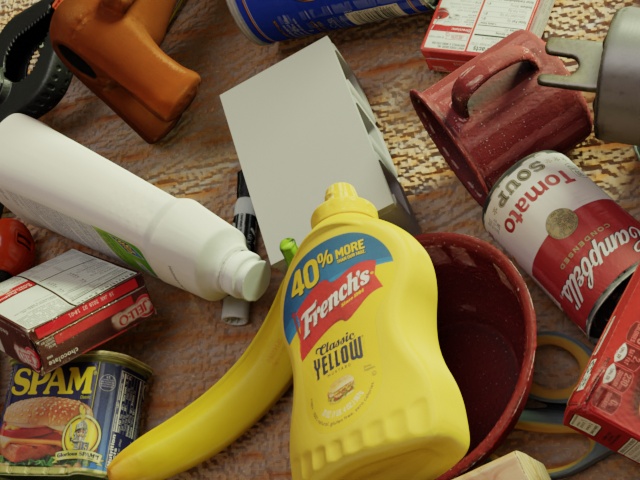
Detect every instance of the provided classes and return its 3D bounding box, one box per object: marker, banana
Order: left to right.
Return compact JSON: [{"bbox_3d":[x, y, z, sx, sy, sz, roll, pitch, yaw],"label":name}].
[{"bbox_3d":[-0.056,0.089,0.684,0.198,0.069,0.037,-53,22,7],"label":"banana"},{"bbox_3d":[-0.055,0.001,0.756,0.020,0.020,0.121,-8,62,23],"label":"marker"}]

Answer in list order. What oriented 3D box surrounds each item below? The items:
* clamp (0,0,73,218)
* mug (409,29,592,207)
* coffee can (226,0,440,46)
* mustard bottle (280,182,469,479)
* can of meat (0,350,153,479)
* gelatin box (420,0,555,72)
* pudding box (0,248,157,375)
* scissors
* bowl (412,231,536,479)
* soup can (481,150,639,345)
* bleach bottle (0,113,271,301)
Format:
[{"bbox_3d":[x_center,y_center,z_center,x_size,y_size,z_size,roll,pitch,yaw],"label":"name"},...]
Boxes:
[{"bbox_3d":[-0.264,-0.125,0.888,0.210,0.036,0.165,-54,54,15],"label":"clamp"},{"bbox_3d":[0.111,-0.082,0.658,0.081,0.117,0.093,-34,62,2],"label":"mug"},{"bbox_3d":[0.010,-0.205,0.777,0.140,0.102,0.103,-7,62,24],"label":"coffee can"},{"bbox_3d":[0.022,0.045,0.596,0.096,0.058,0.191,-32,46,29],"label":"mustard bottle"},{"bbox_3d":[-0.171,0.124,0.731,0.102,0.057,0.084,-5,65,25],"label":"can of meat"},{"bbox_3d":[0.119,-0.156,0.742,0.073,0.030,0.089,13,72,30],"label":"gelatin box"},{"bbox_3d":[-0.181,0.046,0.742,0.089,0.039,0.114,-28,26,-30],"label":"pudding box"},{"bbox_3d":[0.184,0.088,0.591,0.202,0.016,0.096,-11,63,22],"label":"scissors"},{"bbox_3d":[0.064,0.078,0.622,0.162,0.055,0.162,-23,50,30],"label":"bowl"},{"bbox_3d":[0.150,0.003,0.621,0.068,0.068,0.102,-41,53,3],"label":"soup can"},{"bbox_3d":[-0.133,-0.013,0.754,0.251,0.102,0.068,24,75,33],"label":"bleach bottle"}]
